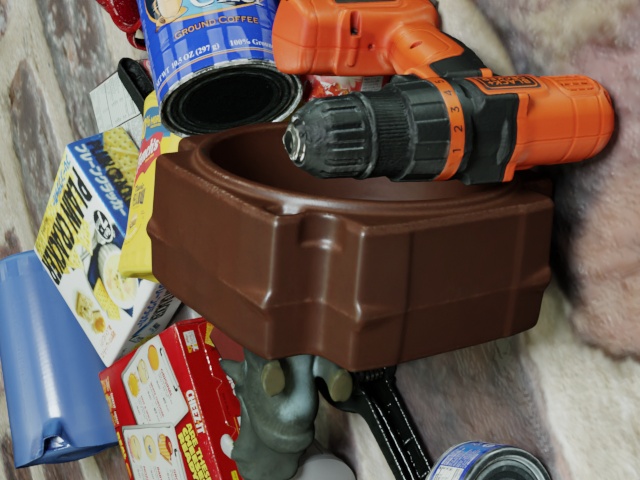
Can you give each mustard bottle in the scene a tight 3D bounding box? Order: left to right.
[{"bbox_3d":[-0.122,-0.063,0.878,0.096,0.058,0.191,-13,67,64],"label":"mustard bottle"}]

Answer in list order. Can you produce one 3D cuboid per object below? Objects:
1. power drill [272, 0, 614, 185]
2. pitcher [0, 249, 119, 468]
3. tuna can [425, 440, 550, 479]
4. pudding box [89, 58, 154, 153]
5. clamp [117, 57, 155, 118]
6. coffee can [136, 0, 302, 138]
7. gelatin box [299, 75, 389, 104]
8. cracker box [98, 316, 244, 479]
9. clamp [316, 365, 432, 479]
[{"bbox_3d":[0.040,-0.088,0.595,0.188,0.184,0.057,-129,41,-51],"label":"power drill"},{"bbox_3d":[-0.310,0.139,1.253,0.149,0.144,0.243,-25,74,44],"label":"pitcher"},{"bbox_3d":[0.103,0.166,0.649,0.034,0.085,0.086,-7,94,56],"label":"tuna can"},{"bbox_3d":[-0.182,-0.120,1.044,0.114,0.039,0.090,-15,87,55],"label":"pudding box"},{"bbox_3d":[-0.132,-0.095,0.960,0.120,0.039,0.171,9,106,43],"label":"clamp"},{"bbox_3d":[-0.077,-0.157,0.766,0.103,0.102,0.140,-46,52,52],"label":"coffee can"},{"bbox_3d":[0.011,-0.124,0.751,0.089,0.030,0.073,44,134,41],"label":"gelatin box"},{"bbox_3d":[-0.128,0.175,1.022,0.214,0.071,0.164,-32,73,55],"label":"cracker box"},{"bbox_3d":[0.037,0.104,0.775,0.210,0.036,0.164,23,117,55],"label":"clamp"}]
